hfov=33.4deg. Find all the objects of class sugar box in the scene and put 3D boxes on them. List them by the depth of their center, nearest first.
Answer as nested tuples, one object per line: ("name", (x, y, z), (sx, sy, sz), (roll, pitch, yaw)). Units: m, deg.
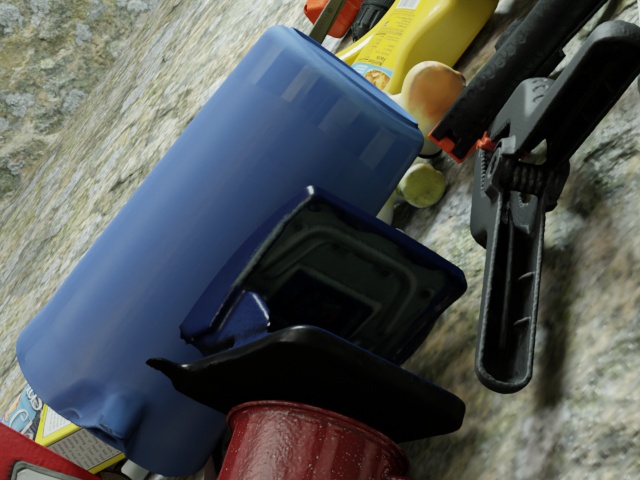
("sugar box", (-0.110, 0.097, 0.750), (0.176, 0.048, 0.093), (-26, 23, 4))

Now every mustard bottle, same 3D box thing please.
("mustard bottle", (0.050, -0.117, 0.804), (0.191, 0.058, 0.096), (-54, 26, -2))

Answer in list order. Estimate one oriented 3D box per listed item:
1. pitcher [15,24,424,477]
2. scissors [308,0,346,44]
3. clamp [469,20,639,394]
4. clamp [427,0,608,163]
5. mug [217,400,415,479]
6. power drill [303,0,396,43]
("pitcher", (-0.054, 0.001, 0.616), (0.243, 0.144, 0.149), (-52, 54, 11))
("scissors", (-0.006, -0.141, 0.937), (0.202, 0.096, 0.016), (-44, 20, 3))
("clamp", (0.100, -0.022, 0.530), (0.210, 0.036, 0.164), (-90, 18, -83))
("clamp", (0.132, -0.120, 0.640), (0.172, 0.039, 0.120), (-48, -12, 34))
("mug", (-0.001, 0.133, 0.497), (0.117, 0.093, 0.081), (3, 57, 23))
("power drill", (0.054, -0.243, 1.006), (0.184, 0.057, 0.188), (-59, 23, -12))
